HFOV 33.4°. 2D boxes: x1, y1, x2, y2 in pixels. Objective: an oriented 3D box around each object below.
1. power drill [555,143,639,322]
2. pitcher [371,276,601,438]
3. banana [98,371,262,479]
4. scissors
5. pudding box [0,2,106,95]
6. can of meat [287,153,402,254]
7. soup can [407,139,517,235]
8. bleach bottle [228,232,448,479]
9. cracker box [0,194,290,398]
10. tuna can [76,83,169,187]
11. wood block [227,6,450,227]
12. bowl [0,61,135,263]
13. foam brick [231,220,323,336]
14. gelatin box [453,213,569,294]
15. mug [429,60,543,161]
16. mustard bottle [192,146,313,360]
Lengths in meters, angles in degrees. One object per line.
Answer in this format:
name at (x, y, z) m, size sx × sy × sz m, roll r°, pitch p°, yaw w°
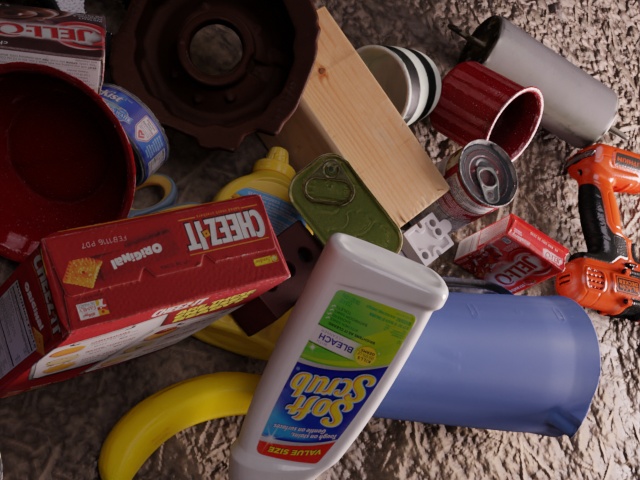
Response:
power drill at (0.337, -0.003, 1.167) m, size 0.184 × 0.057 × 0.187 m, roll 14°, pitch 65°, yaw -26°
pitcher at (0.114, 0.099, 0.964) m, size 0.242 × 0.149 × 0.145 m, roll 7°, pitch 84°, yaw -25°
banana at (-0.106, 0.146, 0.863) m, size 0.197 × 0.037 × 0.069 m, roll -27°, pitch 104°, yaw -34°
scissors at (-0.189, -0.006, 0.878) m, size 0.201 × 0.016 × 0.096 m, roll -14°, pitch 50°, yaw -16°
pudding box at (-0.231, -0.157, 0.863) m, size 0.113 × 0.039 × 0.090 m, roll 3°, pitch 32°, yaw -12°
can of meat at (0.022, -0.023, 0.895) m, size 0.057 × 0.084 × 0.102 m, roll -38°, pitch 92°, yaw 5°
soup can at (0.133, -0.047, 1.036) m, size 0.068 × 0.102 × 0.068 m, roll 11°, pitch 66°, yaw -27°
bleach bottle at (0.001, 0.125, 0.836) m, size 0.102 × 0.068 × 0.251 m, roll 22°, pitch 104°, yaw -9°
cracker box at (-0.146, 0.042, 0.767) m, size 0.163 × 0.214 × 0.072 m, roll -14°, pitch 79°, yaw -34°
tuna can at (-0.169, -0.085, 0.883) m, size 0.086 × 0.086 × 0.033 m, roll 46°, pitch 57°, yaw -8°
wood block at (0.014, -0.099, 0.994) m, size 0.090 × 0.090 × 0.206 m, roll -35°, pitch 92°, yaw -34°
bowl at (-0.214, -0.063, 0.831) m, size 0.162 × 0.162 × 0.055 m, roll 46°, pitch 20°, yaw -8°
foam brick at (-0.038, 0.030, 0.863) m, size 0.078 × 0.051 × 0.053 m, roll -40°, pitch 94°, yaw -35°
gelatin box at (0.187, 0.016, 1.051) m, size 0.073 × 0.089 × 0.030 m, roll 32°, pitch 58°, yaw -17°
mug at (0.172, -0.129, 1.093) m, size 0.082 × 0.093 × 0.117 m, roll 36°, pitch 12°, yaw 32°
mustard bottle at (-0.056, 0.001, 0.932) m, size 0.096 × 0.058 × 0.191 m, roll 21°, pitch 62°, yaw -17°
